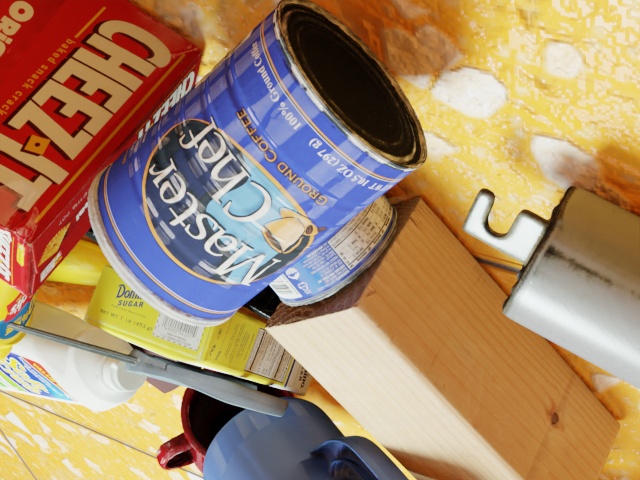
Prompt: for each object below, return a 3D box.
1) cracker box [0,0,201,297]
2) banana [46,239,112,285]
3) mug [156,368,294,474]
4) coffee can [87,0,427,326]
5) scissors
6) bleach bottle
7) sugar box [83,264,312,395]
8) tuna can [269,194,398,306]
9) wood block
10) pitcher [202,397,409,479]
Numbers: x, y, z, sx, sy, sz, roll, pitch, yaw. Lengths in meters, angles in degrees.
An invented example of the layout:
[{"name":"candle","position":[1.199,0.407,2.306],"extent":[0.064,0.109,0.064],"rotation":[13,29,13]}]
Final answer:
[{"name":"cracker box","position":[-0.200,-0.097,0.600],"extent":[0.214,0.164,0.072],"rotation":[32,150,3]},{"name":"banana","position":[-0.228,0.025,0.903],"extent":[0.198,0.037,0.069],"rotation":[0,135,42]},{"name":"mug","position":[-0.080,0.159,0.881],"extent":[0.093,0.117,0.081],"rotation":[58,160,21]},{"name":"coffee can","position":[-0.033,-0.036,0.533],"extent":[0.140,0.102,0.102],"rotation":[-38,107,26]},{"name":"scissors","position":[-0.098,0.086,0.695],"extent":[0.096,0.016,0.201],"rotation":[13,172,38]},{"name":"bleach bottle","position":[-0.230,0.089,0.889],"extent":[0.251,0.068,0.102],"rotation":[3,134,47]},{"name":"sugar box","position":[-0.075,0.065,0.744],"extent":[0.093,0.048,0.176],"rotation":[18,175,24]},{"name":"tuna can","position":[0.001,-0.004,0.614],"extent":[0.086,0.086,0.033],"rotation":[-12,124,49]},{"name":"wood block","position":[0.078,0.084,0.654],"extent":[0.206,0.090,0.090],"rotation":[47,146,-19]},{"name":"pitcher","position":[0.012,0.209,0.723],"extent":[0.145,0.149,0.243],"rotation":[48,-179,-41]}]
